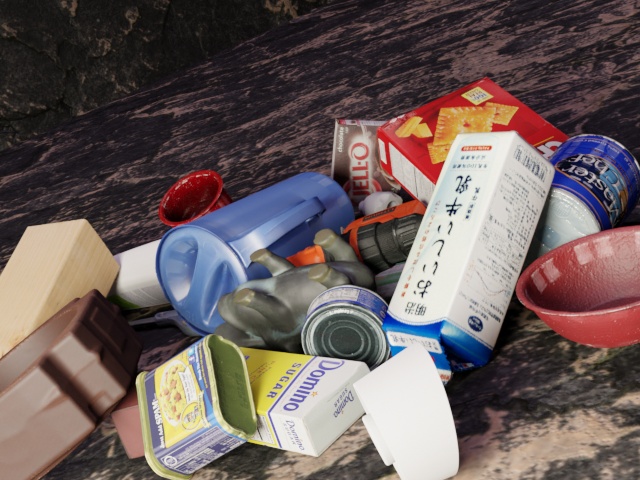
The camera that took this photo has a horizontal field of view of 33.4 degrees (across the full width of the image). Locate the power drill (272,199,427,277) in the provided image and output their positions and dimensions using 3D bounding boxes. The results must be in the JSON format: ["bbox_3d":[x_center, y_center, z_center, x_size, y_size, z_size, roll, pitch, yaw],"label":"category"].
[{"bbox_3d":[0.059,0.002,1.139,0.185,0.057,0.187,-19,2,25],"label":"power drill"}]

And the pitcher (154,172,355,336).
[{"bbox_3d":[-0.058,0.002,1.224,0.149,0.145,0.242,16,30,30],"label":"pitcher"}]

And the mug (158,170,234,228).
[{"bbox_3d":[-0.154,-0.032,1.371,0.117,0.081,0.093,17,61,43],"label":"mug"}]

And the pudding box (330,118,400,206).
[{"bbox_3d":[0.060,-0.101,1.394,0.090,0.113,0.039,1,18,-7],"label":"pudding box"}]

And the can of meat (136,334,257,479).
[{"bbox_3d":[-0.106,0.141,0.916,0.084,0.057,0.102,-34,50,23],"label":"can of meat"}]

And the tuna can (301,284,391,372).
[{"bbox_3d":[0.026,0.086,0.983,0.086,0.086,0.033,-14,22,18],"label":"tuna can"}]

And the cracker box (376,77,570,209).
[{"bbox_3d":[0.187,-0.093,1.237,0.164,0.072,0.214,-25,41,-14],"label":"cracker box"}]

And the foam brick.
[{"bbox_3d":[-0.158,0.160,1.013,0.051,0.053,0.078,-16,19,12],"label":"foam brick"}]

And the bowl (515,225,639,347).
[{"bbox_3d":[0.253,0.046,0.915,0.162,0.055,0.162,-18,19,6],"label":"bowl"}]

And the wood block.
[{"bbox_3d":[-0.319,0.082,1.222,0.091,0.090,0.206,-6,44,24],"label":"wood block"}]

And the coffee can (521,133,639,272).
[{"bbox_3d":[0.251,-0.034,1.065,0.103,0.103,0.140,-5,23,37],"label":"coffee can"}]

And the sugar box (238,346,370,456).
[{"bbox_3d":[-0.044,0.141,0.964,0.177,0.048,0.093,-3,25,44],"label":"sugar box"}]

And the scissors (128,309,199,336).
[{"bbox_3d":[-0.183,0.100,1.266,0.202,0.016,0.096,-16,19,11],"label":"scissors"}]

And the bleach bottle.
[{"bbox_3d":[-0.238,0.049,1.340,0.251,0.102,0.068,-13,61,21],"label":"bleach bottle"}]
